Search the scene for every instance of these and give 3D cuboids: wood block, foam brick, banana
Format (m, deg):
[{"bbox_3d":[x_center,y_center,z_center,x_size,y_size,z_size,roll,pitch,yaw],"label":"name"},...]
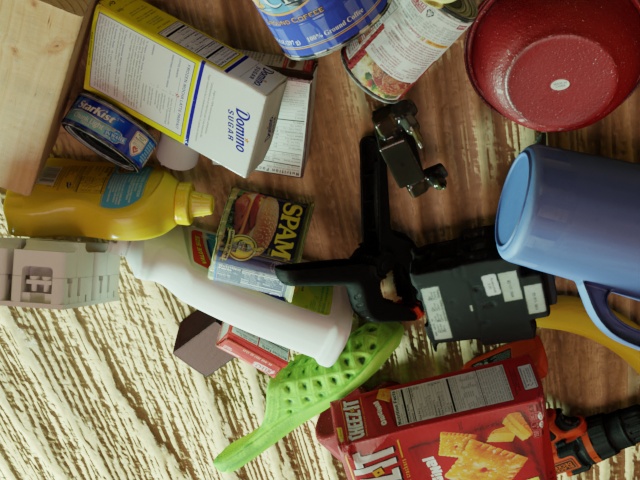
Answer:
[{"bbox_3d":[-0.265,-0.153,0.941,0.090,0.090,0.206,21,130,-10],"label":"wood block"},{"bbox_3d":[-0.114,0.102,1.160,0.051,0.053,0.078,39,125,-23],"label":"foam brick"},{"bbox_3d":[0.296,0.099,1.113,0.197,0.037,0.070,23,147,-10],"label":"banana"}]

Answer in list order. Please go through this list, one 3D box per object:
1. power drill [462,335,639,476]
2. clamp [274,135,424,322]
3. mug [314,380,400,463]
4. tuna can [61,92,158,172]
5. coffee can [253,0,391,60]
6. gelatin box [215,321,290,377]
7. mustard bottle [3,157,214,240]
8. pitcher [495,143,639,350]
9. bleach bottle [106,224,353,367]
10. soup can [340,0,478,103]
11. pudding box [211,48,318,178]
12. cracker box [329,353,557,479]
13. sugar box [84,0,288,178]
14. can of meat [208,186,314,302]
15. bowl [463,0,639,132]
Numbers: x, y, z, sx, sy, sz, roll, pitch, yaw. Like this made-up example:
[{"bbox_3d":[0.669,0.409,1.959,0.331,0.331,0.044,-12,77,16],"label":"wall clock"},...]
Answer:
[{"bbox_3d":[0.256,0.187,1.176,0.185,0.057,0.187,-28,120,24],"label":"power drill"},{"bbox_3d":[0.042,0.025,1.032,0.036,0.164,0.210,21,152,42],"label":"clamp"},{"bbox_3d":[0.056,0.209,1.212,0.081,0.093,0.117,42,92,-20],"label":"mug"},{"bbox_3d":[-0.194,-0.098,0.982,0.086,0.033,0.086,30,170,6],"label":"tuna can"},{"bbox_3d":[-0.019,-0.228,0.834,0.103,0.102,0.140,-19,125,22],"label":"coffee can"},{"bbox_3d":[-0.066,0.091,1.119,0.073,0.089,0.030,31,127,-17],"label":"gelatin box"},{"bbox_3d":[-0.197,-0.039,1.024,0.191,0.096,0.058,3,125,6],"label":"mustard bottle"},{"bbox_3d":[0.284,0.003,0.953,0.242,0.149,0.145,13,129,-4],"label":"pitcher"},{"bbox_3d":[-0.092,0.042,1.073,0.250,0.102,0.068,19,130,-9],"label":"bleach bottle"},{"bbox_3d":[0.073,-0.173,0.890,0.068,0.068,0.102,32,126,-18],"label":"soup can"},{"bbox_3d":[-0.052,-0.115,0.977,0.090,0.039,0.113,9,132,1],"label":"pudding box"},{"bbox_3d":[0.132,0.220,1.113,0.214,0.072,0.164,-14,128,3],"label":"cracker box"},{"bbox_3d":[-0.119,-0.137,0.927,0.176,0.048,0.093,28,132,10],"label":"sugar box"},{"bbox_3d":[-0.057,0.001,1.035,0.084,0.102,0.057,13,142,0],"label":"can of meat"},{"bbox_3d":[0.202,-0.148,0.902,0.162,0.055,0.162,4,131,5],"label":"bowl"}]
